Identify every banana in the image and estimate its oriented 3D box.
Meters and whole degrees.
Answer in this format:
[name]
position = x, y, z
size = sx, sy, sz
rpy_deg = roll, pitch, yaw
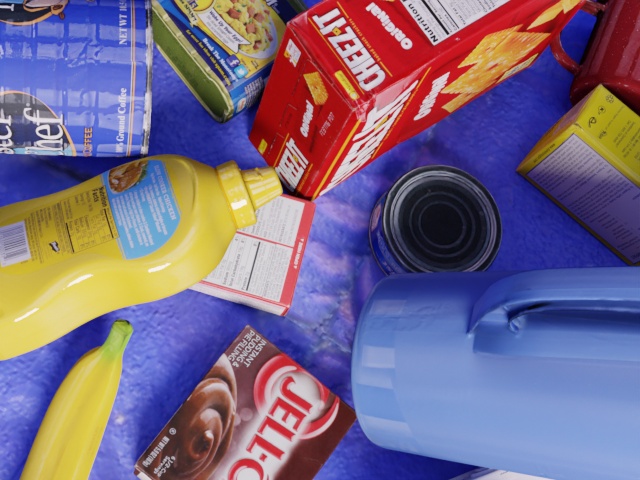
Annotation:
[banana]
position = -0.154, 0.140, 0.601
size = 0.037, 0.070, 0.197
rpy_deg = 17, 65, -3

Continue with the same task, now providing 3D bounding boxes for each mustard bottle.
[mustard bottle]
position = -0.114, -0.003, 0.632
size = 0.191, 0.058, 0.096
rpy_deg = -21, 46, -4

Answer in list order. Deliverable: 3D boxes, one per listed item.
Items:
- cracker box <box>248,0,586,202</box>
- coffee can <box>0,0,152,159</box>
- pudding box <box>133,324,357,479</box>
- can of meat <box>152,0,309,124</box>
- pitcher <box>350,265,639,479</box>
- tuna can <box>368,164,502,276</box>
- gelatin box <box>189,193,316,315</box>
[cracker box]
position = 0.068, -0.122, 0.679
size = 0.213, 0.164, 0.072
rpy_deg = -33, 81, -19
[coffee can]
position = -0.176, -0.103, 0.652
size = 0.140, 0.103, 0.103
rpy_deg = 1, 74, -12
[pudding box]
position = -0.045, 0.122, 0.648
size = 0.090, 0.039, 0.113
rpy_deg = 38, 70, 0
[can of meat]
position = -0.060, -0.140, 0.714
size = 0.083, 0.057, 0.102
rpy_deg = -37, 84, -17
[pitcher]
position = 0.141, 0.070, 0.597
size = 0.243, 0.144, 0.149
rpy_deg = 2, 104, 27
[tuna can]
position = 0.078, -0.007, 0.716
size = 0.086, 0.034, 0.086
rpy_deg = 3, 73, -11
[gelatin box]
position = -0.055, 0.001, 0.687
size = 0.089, 0.030, 0.073
rpy_deg = 16, 72, -6
